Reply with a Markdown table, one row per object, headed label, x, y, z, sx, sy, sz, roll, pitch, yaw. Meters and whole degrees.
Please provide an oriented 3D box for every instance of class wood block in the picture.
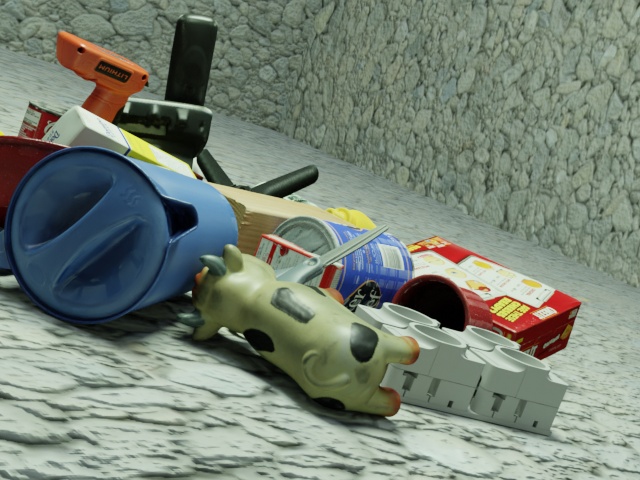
| label | x | y | z | sx | sy | sz | roll | pitch | yaw |
| --- | --- | --- | --- | --- | --- | --- | --- | --- | --- |
| wood block | -0.058 | 0.002 | 1.202 | 0.090 | 0.091 | 0.205 | 27 | 10 | 38 |

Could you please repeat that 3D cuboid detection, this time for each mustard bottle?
| label | x | y | z | sx | sy | sz | roll | pitch | yaw |
| --- | --- | --- | --- | --- | --- | --- | --- | --- | --- |
| mustard bottle | 0.060 | 0.010 | 1.361 | 0.096 | 0.058 | 0.191 | 27 | -8 | 43 |

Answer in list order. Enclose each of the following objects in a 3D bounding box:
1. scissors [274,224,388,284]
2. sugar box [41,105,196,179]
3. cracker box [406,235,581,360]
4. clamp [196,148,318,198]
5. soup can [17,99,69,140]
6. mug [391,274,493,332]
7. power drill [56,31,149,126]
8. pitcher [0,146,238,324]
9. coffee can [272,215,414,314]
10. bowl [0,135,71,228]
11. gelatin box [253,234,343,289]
| label | x | y | z | sx | sy | sz | roll | pitch | yaw |
| --- | --- | --- | --- | --- | --- | --- | --- | --- | --- |
| scissors | -0.028 | 0.026 | 1.016 | 0.096 | 0.016 | 0.201 | 14 | 38 | 34 |
| sugar box | -0.221 | -0.069 | 1.132 | 0.176 | 0.093 | 0.048 | 30 | 20 | -49 |
| cracker box | 0.169 | 0.075 | 1.253 | 0.214 | 0.072 | 0.163 | 27 | 25 | 33 |
| clamp | -0.090 | -0.051 | 1.337 | 0.164 | 0.036 | 0.210 | 4 | 34 | 3 |
| soup can | -0.312 | -0.100 | 1.208 | 0.068 | 0.102 | 0.068 | 20 | 8 | -3 |
| mug | 0.120 | 0.089 | 1.125 | 0.117 | 0.093 | 0.081 | -17 | -17 | 28 |
| power drill | -0.277 | -0.122 | 1.134 | 0.057 | 0.188 | 0.184 | 35 | 13 | 39 |
| pitcher | -0.163 | -0.004 | 0.909 | 0.149 | 0.145 | 0.242 | 34 | 7 | 9 |
| coffee can | 0.021 | 0.033 | 1.146 | 0.103 | 0.103 | 0.140 | 27 | 10 | 38 |
| bowl | -0.263 | -0.042 | 0.986 | 0.162 | 0.055 | 0.162 | 6 | -16 | 2 |
| gelatin box | -0.030 | 0.042 | 1.063 | 0.089 | 0.073 | 0.030 | 23 | 8 | 23 |
